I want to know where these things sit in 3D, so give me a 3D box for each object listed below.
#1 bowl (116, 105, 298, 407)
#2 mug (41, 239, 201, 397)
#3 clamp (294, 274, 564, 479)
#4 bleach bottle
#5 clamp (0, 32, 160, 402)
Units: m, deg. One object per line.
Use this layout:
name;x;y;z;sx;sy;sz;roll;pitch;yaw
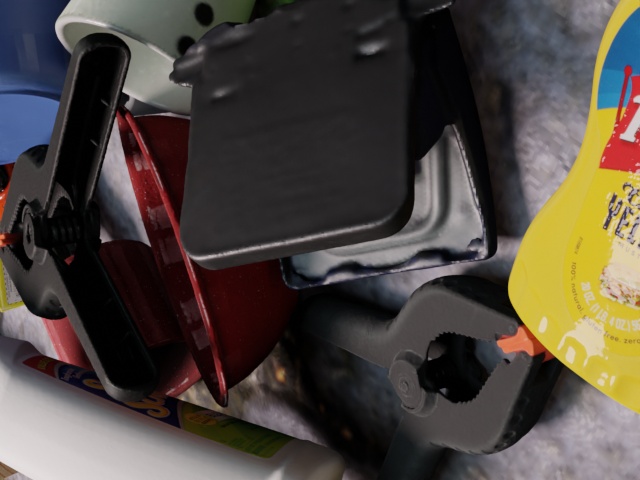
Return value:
bowl;-0.054;0.001;0.549;0.162;0.055;0.162;161;90;-77
mug;-0.124;0.049;0.644;0.081;0.093;0.117;59;173;25
clamp;0.045;0.055;0.489;0.120;0.039;0.172;59;141;13
bleach bottle;-0.118;0.098;0.544;0.251;0.102;0.068;19;92;14
clamp;-0.130;0.004;0.549;0.210;0.036;0.164;-20;76;60
